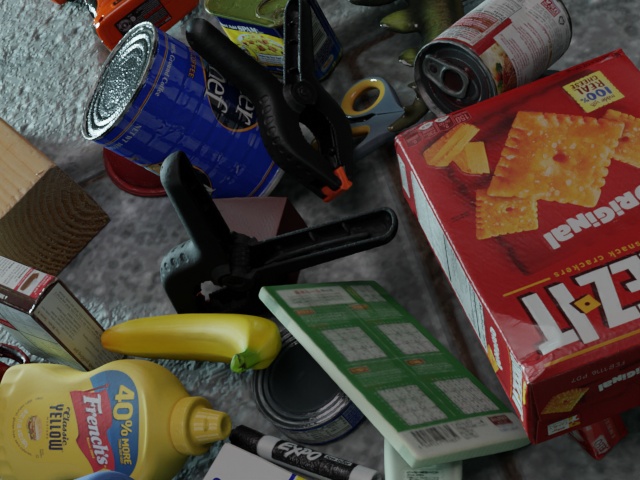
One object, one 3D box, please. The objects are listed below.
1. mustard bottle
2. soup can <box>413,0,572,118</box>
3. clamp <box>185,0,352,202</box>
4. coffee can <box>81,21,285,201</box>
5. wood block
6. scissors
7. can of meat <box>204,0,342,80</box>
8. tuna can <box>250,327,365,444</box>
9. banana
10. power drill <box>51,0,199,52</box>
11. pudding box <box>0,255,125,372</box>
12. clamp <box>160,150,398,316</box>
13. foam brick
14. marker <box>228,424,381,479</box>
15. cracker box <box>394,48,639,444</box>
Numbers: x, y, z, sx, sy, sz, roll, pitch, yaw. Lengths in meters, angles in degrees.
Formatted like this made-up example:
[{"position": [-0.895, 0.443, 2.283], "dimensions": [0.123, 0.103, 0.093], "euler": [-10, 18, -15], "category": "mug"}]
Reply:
[{"position": [-0.149, 0.135, 0.775], "dimensions": [0.192, 0.058, 0.096], "euler": [-5, 79, 27], "category": "mustard bottle"}, {"position": [0.122, -0.132, 0.748], "dimensions": [0.069, 0.068, 0.102], "euler": [22, 48, 36], "category": "soup can"}, {"position": [-0.019, -0.115, 0.832], "dimensions": [0.120, 0.171, 0.039], "euler": [-35, 5, -34], "category": "clamp"}, {"position": [-0.103, -0.094, 0.850], "dimensions": [0.103, 0.140, 0.103], "euler": [-36, 39, 36], "category": "coffee can"}, {"position": [-0.297, -0.056, 0.975], "dimensions": [0.090, 0.090, 0.206], "euler": [-48, 51, -8], "category": "wood block"}, {"position": [0.072, -0.105, 0.833], "dimensions": [0.202, 0.016, 0.096], "euler": [-15, 47, 40], "category": "scissors"}, {"position": [-0.039, -0.188, 0.938], "dimensions": [0.102, 0.084, 0.057], "euler": [20, 68, 35], "category": "can of meat"}, {"position": [-0.004, 0.100, 0.756], "dimensions": [0.086, 0.033, 0.086], "euler": [-13, 53, 18], "category": "tuna can"}, {"position": [-0.085, 0.071, 0.769], "dimensions": [0.198, 0.069, 0.037], "euler": [-3, 84, 52], "category": "banana"}, {"position": [-0.194, -0.282, 1.101], "dimensions": [0.184, 0.057, 0.188], "euler": [-39, 47, 3], "category": "power drill"}, {"position": [-0.216, 0.062, 0.838], "dimensions": [0.090, 0.113, 0.039], "euler": [16, 63, 33], "category": "pudding box"}, {"position": [-0.049, 0.014, 0.767], "dimensions": [0.164, 0.210, 0.036], "euler": [12, 57, -13], "category": "clamp"}, {"position": [-0.055, 0.001, 0.839], "dimensions": [0.078, 0.051, 0.053], "euler": [0, 58, 27], "category": "foam brick"}, {"position": [-0.014, 0.151, 0.735], "dimensions": [0.121, 0.020, 0.020], "euler": [12, 64, 32], "category": "marker"}, {"position": [0.157, -0.007, 0.641], "dimensions": [0.164, 0.072, 0.214], "euler": [-21, 48, -2], "category": "cracker box"}]
